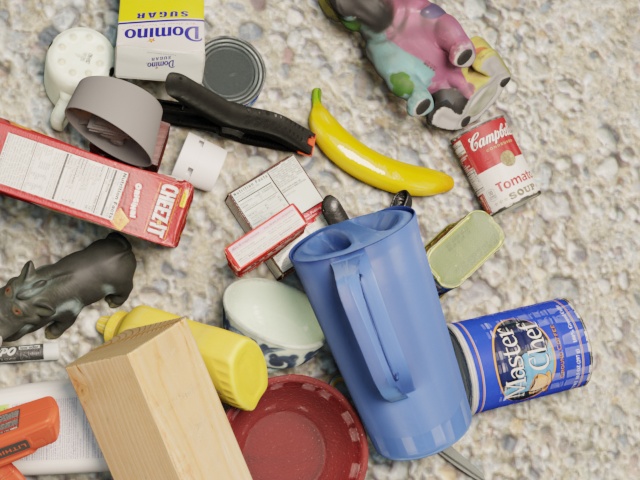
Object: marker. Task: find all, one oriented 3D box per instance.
[{"bbox_3d":[-0.332,0.119,1.104,0.121,0.020,0.020,-3,79,-12],"label":"marker"}]

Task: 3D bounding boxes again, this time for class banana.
[{"bbox_3d":[0.059,-0.098,1.216,0.198,0.037,0.069,35,74,-2],"label":"banana"}]

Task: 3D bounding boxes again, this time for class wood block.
[{"bbox_3d":[-0.146,0.189,1.019,0.090,0.091,0.206,-33,105,-53],"label":"wood block"}]

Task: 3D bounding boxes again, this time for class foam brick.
[{"bbox_3d":[-0.207,-0.108,1.159,0.078,0.053,0.051,18,76,-6],"label":"foam brick"}]

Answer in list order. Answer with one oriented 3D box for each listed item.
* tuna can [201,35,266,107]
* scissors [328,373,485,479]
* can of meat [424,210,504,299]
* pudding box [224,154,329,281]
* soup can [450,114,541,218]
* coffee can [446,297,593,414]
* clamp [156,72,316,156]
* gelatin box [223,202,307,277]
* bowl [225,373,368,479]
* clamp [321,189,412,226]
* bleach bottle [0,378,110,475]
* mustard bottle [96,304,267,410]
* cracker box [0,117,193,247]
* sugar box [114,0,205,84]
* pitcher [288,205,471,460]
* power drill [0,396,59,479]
[{"bbox_3d":[-0.106,-0.185,1.205,0.086,0.034,0.086,2,78,-11],"label":"tuna can"},{"bbox_3d":[0.106,0.183,1.176,0.201,0.016,0.096,24,75,-5],"label":"scissors"},{"bbox_3d":[0.148,0.017,1.184,0.102,0.084,0.057,-41,88,-16],"label":"can of meat"},{"bbox_3d":[-0.039,-0.025,1.182,0.090,0.039,0.113,-32,84,-14],"label":"pudding box"},{"bbox_3d":[0.201,-0.084,1.225,0.068,0.068,0.102,-24,84,-15],"label":"soup can"},{"bbox_3d":[0.209,0.126,1.162,0.140,0.103,0.103,-12,81,-13],"label":"coffee can"},{"bbox_3d":[-0.097,-0.132,1.144,0.209,0.165,0.036,14,83,-18],"label":"clamp"},{"bbox_3d":[-0.057,0.001,1.115,0.089,0.073,0.030,-35,86,-7],"label":"gelatin box"},{"bbox_3d":[-0.033,0.223,1.120,0.162,0.055,0.162,2,78,-10],"label":"bowl"},{"bbox_3d":[0.048,0.025,1.166,0.120,0.039,0.171,4,85,-30],"label":"clamp"},{"bbox_3d":[-0.304,0.184,1.074,0.250,0.068,0.102,0,79,-9],"label":"bleach bottle"},{"bbox_3d":[-0.150,0.111,1.090,0.192,0.096,0.058,15,57,26],"label":"mustard bottle"},{"bbox_3d":[-0.237,-0.057,1.081,0.213,0.164,0.072,18,88,-6],"label":"cracker box"},{"bbox_3d":[-0.172,-0.241,1.155,0.093,0.048,0.176,3,43,-11],"label":"sugar box"},{"bbox_3d":[0.067,0.099,1.073,0.149,0.145,0.243,-30,107,-33],"label":"pitcher"},{"bbox_3d":[-0.258,0.246,1.027,0.184,0.057,0.187,-18,114,-7],"label":"power drill"}]
